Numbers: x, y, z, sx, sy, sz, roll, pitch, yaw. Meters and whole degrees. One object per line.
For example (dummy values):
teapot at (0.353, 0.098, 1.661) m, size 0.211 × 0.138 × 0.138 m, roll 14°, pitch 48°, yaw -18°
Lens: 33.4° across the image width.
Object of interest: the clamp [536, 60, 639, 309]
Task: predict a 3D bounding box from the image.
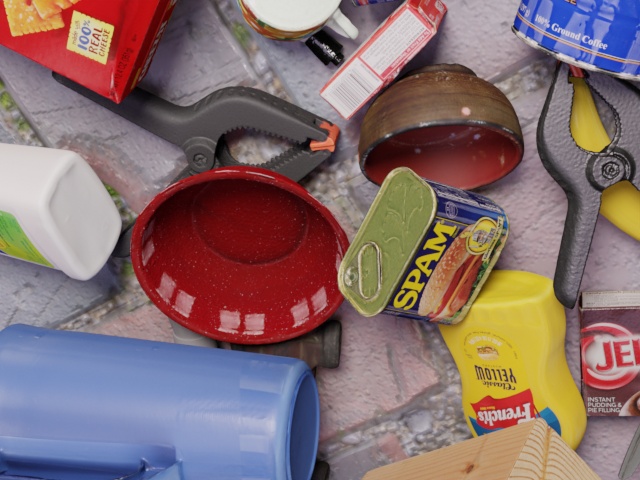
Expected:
clamp at (0.202, -0.046, 0.706) m, size 0.120 × 0.039 × 0.171 m, roll -12°, pitch 102°, yaw 4°

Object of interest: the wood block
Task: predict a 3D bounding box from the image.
wood block at (0.105, 0.216, 0.808) m, size 0.090 × 0.090 × 0.207 m, roll 46°, pitch 141°, yaw -10°

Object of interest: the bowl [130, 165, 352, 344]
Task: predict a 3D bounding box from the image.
bowl at (-0.055, 0.001, 0.786) m, size 0.162 × 0.055 × 0.162 m, roll 3°, pitch 128°, yaw 3°

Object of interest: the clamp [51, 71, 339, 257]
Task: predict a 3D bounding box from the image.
clamp at (-0.093, -0.075, 0.795) m, size 0.210 × 0.036 × 0.164 m, roll -11°, pitch 118°, yaw 16°

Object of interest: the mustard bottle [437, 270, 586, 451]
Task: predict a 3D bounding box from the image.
mustard bottle at (0.151, 0.118, 0.813) m, size 0.096 × 0.058 × 0.191 m, roll 0°, pitch 117°, yaw 38°

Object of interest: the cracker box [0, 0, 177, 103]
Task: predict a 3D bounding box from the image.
cracker box at (-0.187, -0.211, 0.681) m, size 0.213 × 0.072 × 0.164 m, roll 27°, pitch 119°, yaw -5°

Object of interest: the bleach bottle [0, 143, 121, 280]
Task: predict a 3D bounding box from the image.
bleach bottle at (-0.283, -0.035, 0.824) m, size 0.251 × 0.068 × 0.102 m, roll 9°, pitch 145°, yaw 25°

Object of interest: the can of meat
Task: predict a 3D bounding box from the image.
can of meat at (0.074, 0.008, 0.744) m, size 0.083 × 0.057 × 0.102 m, roll 12°, pitch 113°, yaw -39°

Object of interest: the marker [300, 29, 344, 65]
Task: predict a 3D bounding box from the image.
marker at (-0.031, -0.167, 0.754) m, size 0.121 × 0.020 × 0.020 m, roll 41°, pitch 115°, yaw -7°

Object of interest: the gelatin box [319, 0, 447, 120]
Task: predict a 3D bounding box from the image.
gelatin box at (0.044, -0.129, 0.725) m, size 0.030 × 0.073 × 0.089 m, roll 44°, pitch 114°, yaw -8°

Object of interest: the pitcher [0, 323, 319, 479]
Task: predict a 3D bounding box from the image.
pitcher at (-0.131, 0.140, 0.793) m, size 0.243 × 0.149 × 0.145 m, roll 2°, pitch 158°, yaw 14°
